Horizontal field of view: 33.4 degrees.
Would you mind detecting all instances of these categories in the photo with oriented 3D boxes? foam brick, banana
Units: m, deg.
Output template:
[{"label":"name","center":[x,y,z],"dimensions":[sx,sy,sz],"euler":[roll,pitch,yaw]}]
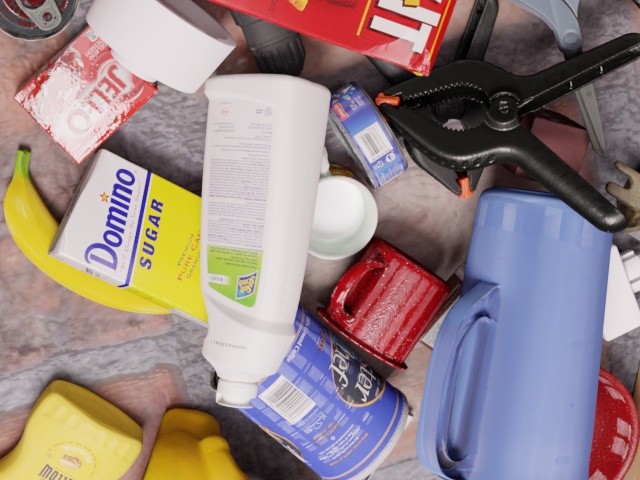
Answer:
[{"label":"foam brick","center":[0.181,-0.081,0.889],"dimensions":[0.053,0.078,0.051],"euler":[14,106,-14]},{"label":"banana","center":[-0.189,0.012,0.877],"dimensions":[0.197,0.037,0.070],"euler":[40,97,-19]}]

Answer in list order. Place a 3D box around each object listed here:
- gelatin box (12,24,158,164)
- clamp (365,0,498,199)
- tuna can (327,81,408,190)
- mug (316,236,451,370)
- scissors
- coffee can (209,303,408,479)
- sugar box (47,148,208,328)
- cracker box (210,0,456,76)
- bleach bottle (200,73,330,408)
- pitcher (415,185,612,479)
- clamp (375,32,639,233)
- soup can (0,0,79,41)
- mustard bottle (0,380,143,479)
[{"label":"gelatin box","center":[-0.184,-0.117,0.841],"dimensions":[0.089,0.030,0.073],"euler":[-41,110,5]},{"label":"clamp","center":[0.110,-0.122,0.886],"dimensions":[0.120,0.039,0.171],"euler":[-22,112,3]},{"label":"tuna can","center":[0.035,-0.085,0.859],"dimensions":[0.034,0.086,0.086],"euler":[-33,110,0]},{"label":"mug","center":[0.050,0.047,0.895],"dimensions":[0.117,0.093,0.081],"euler":[28,97,-51]},{"label":"scissors","center":[0.180,-0.167,0.856],"dimensions":[0.096,0.016,0.202],"euler":[1,83,3]},{"label":"coffee can","center":[-0.009,0.129,0.910],"dimensions":[0.140,0.103,0.103],"euler":[42,96,-19]},{"label":"sugar box","center":[-0.120,0.006,0.865],"dimensions":[0.176,0.048,0.093],"euler":[27,76,-21]},{"label":"cracker box","center":[0.003,-0.228,0.755],"dimensions":[0.213,0.072,0.164],"euler":[17,103,-10]},{"label":"bleach bottle","center":[-0.055,0.001,0.825],"dimensions":[0.067,0.103,0.251],"euler":[9,88,-49]},{"label":"pitcher","center":[0.159,0.081,0.859],"dimensions":[0.145,0.149,0.243],"euler":[8,95,5]},{"label":"clamp","center":[0.146,-0.084,0.818],"dimensions":[0.210,0.036,0.164],"euler":[1,68,13]},{"label":"soup can","center":[-0.207,-0.185,0.777],"dimensions":[0.068,0.102,0.068],"euler":[-3,108,-9]},{"label":"mustard bottle","center":[-0.244,0.220,0.923],"dimensions":[0.096,0.058,0.192],"euler":[34,99,-18]}]
